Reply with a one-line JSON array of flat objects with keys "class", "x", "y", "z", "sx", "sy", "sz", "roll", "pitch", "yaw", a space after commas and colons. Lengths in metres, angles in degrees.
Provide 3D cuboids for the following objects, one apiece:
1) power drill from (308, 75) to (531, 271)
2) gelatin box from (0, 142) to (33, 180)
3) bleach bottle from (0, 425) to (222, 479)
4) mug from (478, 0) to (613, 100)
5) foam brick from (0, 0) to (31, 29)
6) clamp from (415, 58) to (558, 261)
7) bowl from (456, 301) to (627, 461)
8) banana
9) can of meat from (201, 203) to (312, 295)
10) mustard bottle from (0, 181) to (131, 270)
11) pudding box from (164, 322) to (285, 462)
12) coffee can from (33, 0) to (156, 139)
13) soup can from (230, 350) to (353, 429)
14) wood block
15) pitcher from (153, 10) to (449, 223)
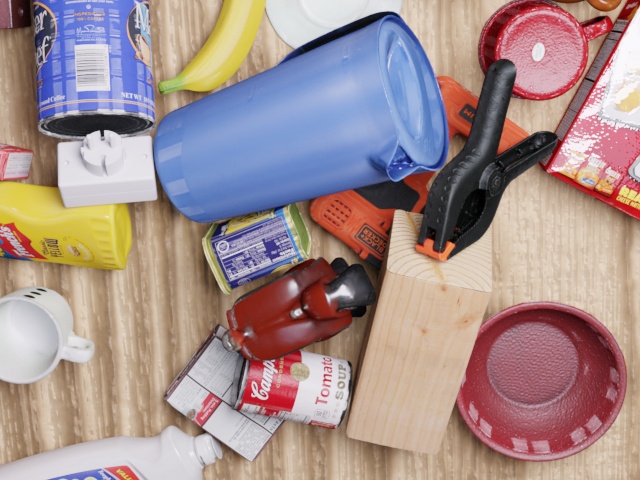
[{"class": "power drill", "x": 0.110, "y": -0.043, "z": 0.991, "sx": 0.184, "sy": 0.057, "sz": 0.188, "roll": 35, "pitch": 102, "yaw": -9}, {"class": "gelatin box", "x": -0.314, "y": -0.079, "z": 0.990, "sx": 0.073, "sy": 0.089, "sz": 0.030, "roll": 14, "pitch": 96, "yaw": -1}, {"class": "bleach bottle", "x": -0.223, "y": 0.240, "z": 1.076, "sx": 0.251, "sy": 0.068, "sz": 0.102, "roll": -21, "pitch": 102, "yaw": 5}, {"class": "mug", "x": 0.201, "y": -0.171, "z": 0.943, "sx": 0.117, "sy": 0.081, "sz": 0.093, "roll": -18, "pitch": 102, "yaw": 7}, {"class": "foam brick", "x": -0.298, "y": -0.231, "z": 0.972, "sx": 0.051, "sy": 0.053, "sz": 0.078, "roll": 1, "pitch": 104, "yaw": 3}, {"class": "clamp", "x": 0.142, "y": -0.054, "z": 0.902, "sx": 0.120, "sy": 0.039, "sz": 0.171, "roll": 31, "pitch": 87, "yaw": -42}, {"class": "bowl", "x": 0.208, "y": 0.128, "z": 1.027, "sx": 0.162, "sy": 0.055, "sz": 0.162, "roll": 1, "pitch": 103, "yaw": 3}, {"class": "banana", "x": -0.080, "y": -0.214, "z": 0.961, "sx": 0.037, "sy": 0.069, "sz": 0.198, "roll": 32, "pitch": 104, "yaw": 37}, {"class": "can of meat", "x": -0.056, "y": 0.001, "z": 0.990, "sx": 0.084, "sy": 0.102, "sz": 0.057, "roll": -22, "pitch": 101, "yaw": 6}, {"class": "mustard bottle", "x": -0.279, "y": -0.017, "z": 1.006, "sx": 0.191, "sy": 0.096, "sz": 0.058, "roll": 6, "pitch": 59, "yaw": 3}, {"class": "pudding box", "x": -0.085, "y": 0.151, "z": 1.058, "sx": 0.113, "sy": 0.039, "sz": 0.090, "roll": 36, "pitch": 100, "yaw": -8}, {"class": "coffee can", "x": -0.199, "y": -0.167, "z": 0.936, "sx": 0.103, "sy": 0.103, "sz": 0.140, "roll": -4, "pitch": 84, "yaw": 4}, {"class": "soup can", "x": -0.027, "y": 0.135, "z": 1.003, "sx": 0.102, "sy": 0.068, "sz": 0.068, "roll": 13, "pitch": 104, "yaw": -10}, {"class": "wood block", "x": 0.087, "y": 0.087, "z": 0.967, "sx": 0.090, "sy": 0.090, "sz": 0.206, "roll": 12, "pitch": 128, "yaw": 1}, {"class": "pitcher", "x": -0.019, "y": -0.102, "z": 0.932, "sx": 0.243, "sy": 0.149, "sz": 0.145, "roll": -15, "pitch": 96, "yaw": 26}]
